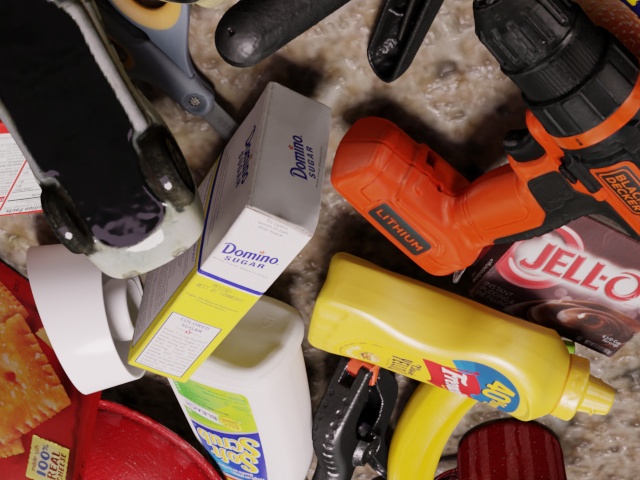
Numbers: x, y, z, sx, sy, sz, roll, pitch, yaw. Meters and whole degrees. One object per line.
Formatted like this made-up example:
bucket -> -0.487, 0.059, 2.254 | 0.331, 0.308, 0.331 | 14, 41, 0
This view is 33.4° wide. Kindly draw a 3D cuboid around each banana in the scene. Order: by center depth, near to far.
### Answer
banana -> 0.093, 0.128, 0.757 | 0.069, 0.037, 0.198 | 36, 117, -2

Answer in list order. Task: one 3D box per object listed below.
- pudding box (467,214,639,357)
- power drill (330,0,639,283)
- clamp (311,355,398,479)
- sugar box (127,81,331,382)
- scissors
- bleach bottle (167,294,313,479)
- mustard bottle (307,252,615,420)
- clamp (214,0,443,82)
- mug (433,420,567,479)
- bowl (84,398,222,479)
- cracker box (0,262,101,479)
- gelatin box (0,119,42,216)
pudding box -> 0.162, 0.016, 0.661 | 0.113, 0.039, 0.090 | 23, 132, -16
power drill -> 0.092, -0.046, 0.542 | 0.184, 0.057, 0.188 | 42, 150, -25
clamp -> 0.017, 0.152, 0.764 | 0.039, 0.120, 0.171 | 21, 137, 28
sugar box -> -0.054, 0.001, 0.610 | 0.048, 0.093, 0.177 | 23, 140, -20
scissors -> -0.064, -0.095, 0.586 | 0.201, 0.016, 0.096 | 30, 129, -23
bleach bottle -> -0.044, 0.139, 0.769 | 0.103, 0.068, 0.251 | 17, 142, 27
mustard bottle -> 0.089, 0.068, 0.667 | 0.191, 0.058, 0.096 | 19, 159, 4
clamp -> 0.059, -0.147, 0.482 | 0.210, 0.164, 0.036 | -44, 75, 17
mug -> 0.134, 0.193, 0.805 | 0.117, 0.081, 0.093 | -14, 132, 17
bowl -> -0.152, 0.188, 0.805 | 0.162, 0.055, 0.162 | 18, 141, 15
cracker box -> -0.238, 0.080, 0.666 | 0.072, 0.164, 0.213 | -30, 126, 26
gelatin box -> -0.175, -0.050, 0.605 | 0.073, 0.030, 0.089 | -11, 151, -44
